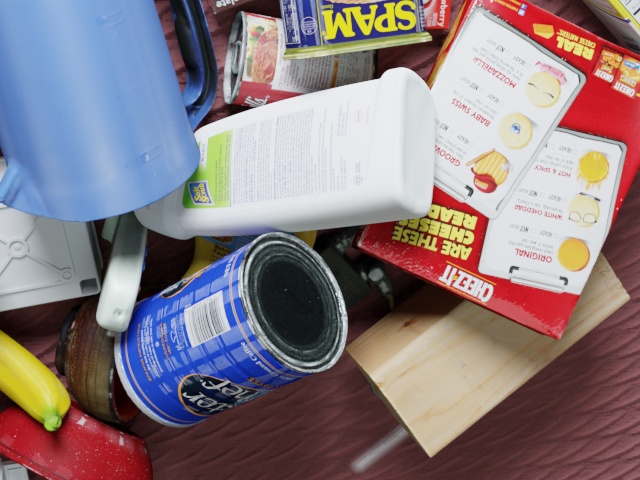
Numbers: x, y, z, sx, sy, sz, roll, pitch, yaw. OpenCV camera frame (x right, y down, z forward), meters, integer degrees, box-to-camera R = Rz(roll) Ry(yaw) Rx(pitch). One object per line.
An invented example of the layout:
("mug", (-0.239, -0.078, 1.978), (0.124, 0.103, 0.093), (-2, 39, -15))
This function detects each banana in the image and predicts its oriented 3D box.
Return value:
("banana", (-0.260, 0.084, 0.830), (0.198, 0.069, 0.037), (34, 74, 15))

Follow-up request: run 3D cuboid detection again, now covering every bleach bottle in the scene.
("bleach bottle", (-0.045, -0.055, 0.769), (0.251, 0.102, 0.068), (-4, 164, 28))

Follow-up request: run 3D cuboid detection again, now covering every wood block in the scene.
("wood block", (0.134, 0.069, 0.878), (0.206, 0.091, 0.090), (-37, 105, -4))

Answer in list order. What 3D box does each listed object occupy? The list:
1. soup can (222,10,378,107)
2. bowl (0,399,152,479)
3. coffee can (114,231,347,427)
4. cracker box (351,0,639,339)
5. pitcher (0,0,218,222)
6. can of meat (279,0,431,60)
("soup can", (-0.015, -0.127, 0.788), (0.102, 0.068, 0.068), (7, 116, -15))
("bowl", (-0.197, 0.168, 0.876), (0.162, 0.162, 0.055), (32, 79, -24))
("coffee can", (-0.066, 0.067, 0.768), (0.141, 0.102, 0.102), (-27, 124, 37))
("cracker box", (0.140, -0.058, 0.792), (0.164, 0.072, 0.214), (25, 88, -2))
("pitcher", (-0.158, -0.148, 0.691), (0.145, 0.149, 0.243), (-6, 121, 6))
("can of meat", (0.020, -0.171, 0.726), (0.102, 0.057, 0.084), (-11, 102, -19))
